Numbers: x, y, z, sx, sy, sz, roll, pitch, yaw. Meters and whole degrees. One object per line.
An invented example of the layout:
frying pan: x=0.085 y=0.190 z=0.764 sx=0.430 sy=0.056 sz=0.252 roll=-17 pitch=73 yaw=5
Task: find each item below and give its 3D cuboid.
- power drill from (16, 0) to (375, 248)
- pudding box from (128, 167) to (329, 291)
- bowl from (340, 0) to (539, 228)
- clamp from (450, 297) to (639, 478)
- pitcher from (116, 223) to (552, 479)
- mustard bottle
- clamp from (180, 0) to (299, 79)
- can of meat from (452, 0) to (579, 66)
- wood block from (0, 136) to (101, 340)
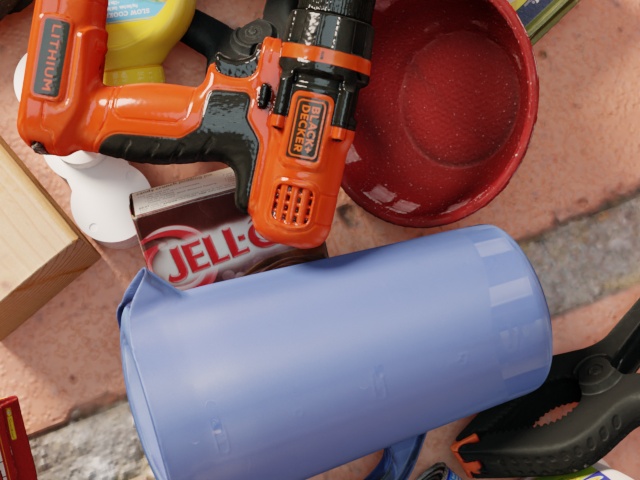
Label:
power drill: x=-0.066 y=-0.100 z=0.599 sx=0.187 sy=0.057 sz=0.184 roll=12 pitch=93 yaw=5
pudding box: x=-0.054 y=0.001 z=0.668 sx=0.113 sy=0.039 sz=0.090 roll=-17 pitch=124 yaw=-7
bowl: x=0.074 y=-0.089 z=0.676 sx=0.162 sy=0.055 sz=0.162 roll=4 pitch=96 yaw=36
clamp: x=0.180 y=0.093 z=0.645 sx=0.210 sy=0.164 sz=0.036 roll=-31 pitch=114 yaw=2
pitcher: x=0.010 y=0.081 z=0.634 sx=0.242 sy=0.149 sz=0.145 roll=-15 pitch=57 yaw=-13
mustard bottle: x=-0.126 y=-0.168 z=0.654 sx=0.096 sy=0.058 sz=0.191 roll=-6 pitch=99 yaw=9
clamp: x=-0.034 y=-0.129 z=0.685 sx=0.120 sy=0.039 sz=0.171 roll=-31 pitch=61 yaw=-4
can of meat: x=0.125 y=-0.174 z=0.712 sx=0.102 sy=0.057 sz=0.084 roll=-44 pitch=85 yaw=-7
wood block: x=-0.241 y=-0.045 z=0.663 sx=0.090 sy=0.091 sz=0.206 roll=-41 pitch=85 yaw=-7
